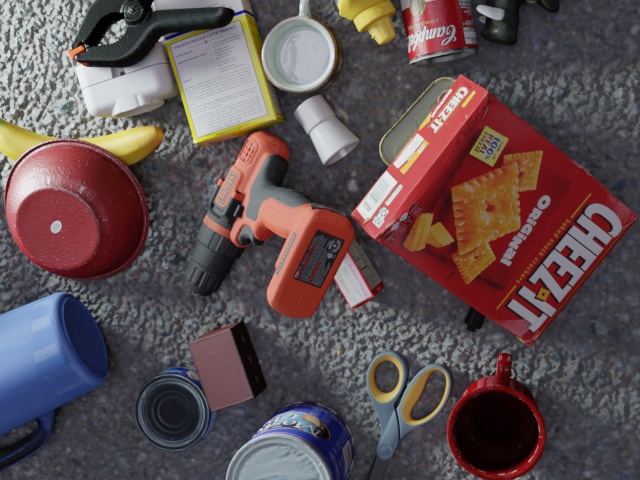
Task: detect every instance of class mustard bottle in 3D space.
[{"bbox_3d":[0.020,-0.277,1.030,0.058,0.096,0.191,-29,89,-2],"label":"mustard bottle"}]

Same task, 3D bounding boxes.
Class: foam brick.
[{"bbox_3d":[-0.096,0.131,1.109,0.051,0.053,0.078,-19,91,12],"label":"foam brick"}]

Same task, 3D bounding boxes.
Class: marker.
[{"bbox_3d":[0.171,0.035,1.066,0.020,0.020,0.121,22,99,8],"label":"marker"}]

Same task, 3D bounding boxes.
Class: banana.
[{"bbox_3d":[-0.259,-0.098,1.119,0.198,0.070,0.037,6,53,5],"label":"banana"}]

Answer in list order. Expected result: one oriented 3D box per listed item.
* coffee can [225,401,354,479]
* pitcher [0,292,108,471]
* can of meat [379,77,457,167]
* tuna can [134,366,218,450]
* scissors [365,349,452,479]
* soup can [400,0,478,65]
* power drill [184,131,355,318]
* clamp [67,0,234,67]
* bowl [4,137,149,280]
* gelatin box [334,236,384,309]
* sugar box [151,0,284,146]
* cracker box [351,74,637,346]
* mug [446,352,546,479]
[{"bbox_3d":[-0.026,0.225,1.059,0.103,0.140,0.103,1,95,11],"label":"coffee can"},{"bbox_3d":[-0.348,0.156,1.131,0.243,0.149,0.145,-24,71,9],"label":"pitcher"},{"bbox_3d":[0.110,-0.106,1.033,0.057,0.084,0.102,43,101,5],"label":"can of meat"},{"bbox_3d":[-0.153,0.179,1.134,0.086,0.033,0.086,1,95,11],"label":"tuna can"},{"bbox_3d":[0.057,0.198,1.104,0.096,0.016,0.202,39,101,7],"label":"scissors"},{"bbox_3d":[0.112,-0.226,1.031,0.068,0.068,0.102,-9,93,11],"label":"soup can"},{"bbox_3d":[-0.057,0.001,1.037,0.188,0.057,0.184,39,107,50],"label":"power drill"},{"bbox_3d":[-0.168,-0.218,1.051,0.171,0.039,0.120,-41,67,10],"label":"clamp"},{"bbox_3d":[-0.262,-0.021,1.104,0.162,0.055,0.162,4,113,9],"label":"bowl"},{"bbox_3d":[0.026,0.021,1.065,0.030,0.073,0.089,-31,89,12],"label":"gelatin box"},{"bbox_3d":[-0.106,-0.193,1.089,0.093,0.048,0.176,-16,88,12],"label":"sugar box"},{"bbox_3d":[0.163,-0.023,0.985,0.213,0.072,0.164,34,99,-26],"label":"cracker box"},{"bbox_3d":[0.174,0.167,1.045,0.093,0.081,0.117,4,96,10],"label":"mug"}]
